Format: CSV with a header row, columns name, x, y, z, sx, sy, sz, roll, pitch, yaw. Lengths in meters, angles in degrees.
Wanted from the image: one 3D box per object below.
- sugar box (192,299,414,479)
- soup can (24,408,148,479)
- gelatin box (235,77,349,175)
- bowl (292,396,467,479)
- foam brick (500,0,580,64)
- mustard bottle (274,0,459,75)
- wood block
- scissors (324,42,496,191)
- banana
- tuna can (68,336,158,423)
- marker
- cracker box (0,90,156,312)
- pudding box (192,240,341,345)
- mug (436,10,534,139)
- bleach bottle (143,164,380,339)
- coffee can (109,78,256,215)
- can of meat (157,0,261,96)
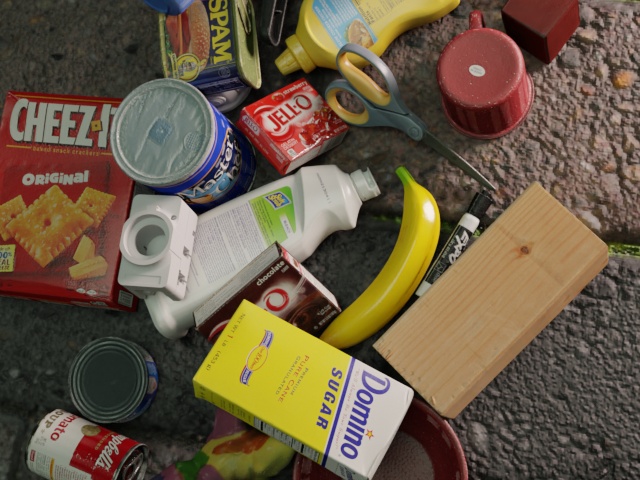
name,x,y,z,sx,sy,sz,roll,pitch,yaw
sugar box,-0.015,0.134,0.943,0.176,0.048,0.093,26,65,12
soup can,-0.230,0.214,1.052,0.102,0.068,0.068,19,85,17
gelatin box,-0.027,-0.114,1.055,0.089,0.030,0.073,-32,74,-36
bowl,0.058,0.219,0.986,0.162,0.055,0.162,-3,79,13
foam brick,0.210,-0.213,1.018,0.053,0.078,0.051,38,92,17
mustard bottle,0.037,-0.226,1.073,0.192,0.058,0.096,-33,81,6
wood block,0.157,0.058,0.974,0.206,0.090,0.091,-45,72,3
scissors,0.079,-0.107,1.055,0.201,0.096,0.016,49,51,-7
banana,0.067,0.028,1.032,0.070,0.037,0.198,22,83,38
tuna can,-0.208,0.141,1.078,0.086,0.033,0.086,-3,79,13
marker,0.130,0.005,1.027,0.020,0.020,0.121,31,88,17
cracker box,-0.260,-0.042,1.105,0.164,0.072,0.213,6,80,14
pudding box,-0.052,0.068,1.021,0.113,0.090,0.039,-42,30,7
mug,0.155,-0.163,1.020,0.093,0.081,0.117,-4,79,13
bleach bottle,-0.057,0.001,1.053,0.251,0.068,0.102,-25,74,6
coffee can,-0.131,-0.088,1.046,0.103,0.140,0.103,-3,79,13
can of meat,-0.110,-0.193,1.050,0.084,0.057,0.102,-9,77,15
